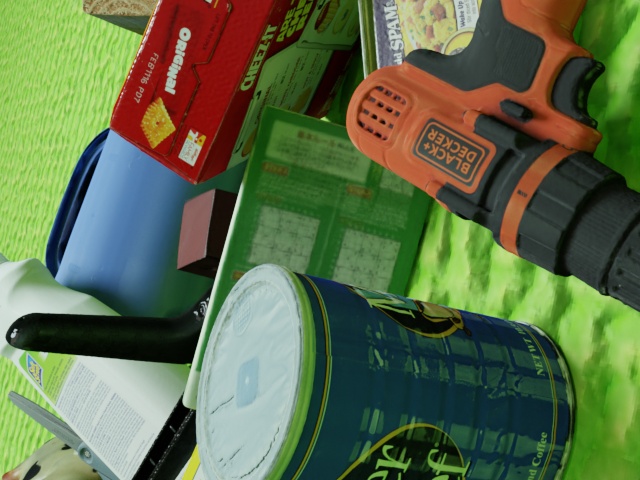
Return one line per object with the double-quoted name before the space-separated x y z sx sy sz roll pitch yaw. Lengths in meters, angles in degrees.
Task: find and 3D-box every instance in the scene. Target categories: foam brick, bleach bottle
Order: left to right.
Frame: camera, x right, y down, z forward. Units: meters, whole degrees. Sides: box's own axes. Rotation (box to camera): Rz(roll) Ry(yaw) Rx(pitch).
"bleach bottle" -0.157 0.089 0.756 0.251 0.068 0.103 41 125 12
"foam brick" -0.055 0.001 0.754 0.053 0.078 0.051 -19 60 60

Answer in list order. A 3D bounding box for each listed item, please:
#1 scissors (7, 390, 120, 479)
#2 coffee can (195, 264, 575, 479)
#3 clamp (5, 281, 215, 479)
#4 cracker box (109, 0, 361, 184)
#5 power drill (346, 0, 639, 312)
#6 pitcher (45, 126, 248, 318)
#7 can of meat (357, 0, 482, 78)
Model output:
"scissors" -0.179 0.191 0.864 0.202 0.016 0.096 12 108 30
"coffee can" 0.028 0.074 0.485 0.103 0.140 0.103 -38 45 52
"clamp" -0.071 0.065 0.645 0.210 0.164 0.036 -33 33 -4
"cracker box" -0.026 -0.141 0.648 0.164 0.072 0.213 -63 -10 24
"power drill" 0.115 -0.082 0.442 0.185 0.057 0.188 34 102 31
"pitcher" -0.130 -0.044 0.861 0.145 0.149 0.243 -162 89 -80
"can of meat" 0.069 -0.110 0.540 0.084 0.057 0.102 -8 83 30
